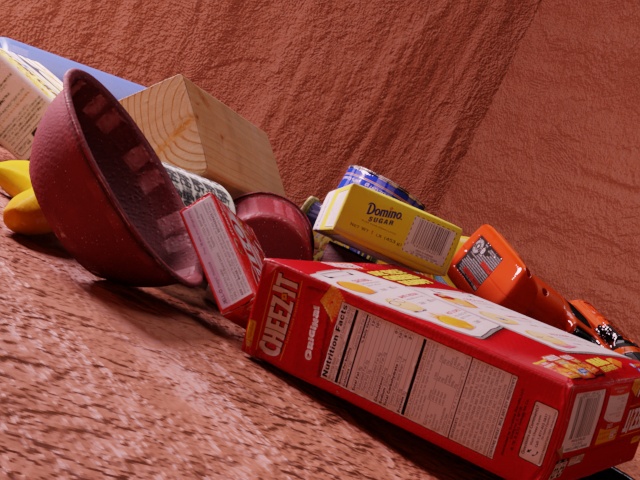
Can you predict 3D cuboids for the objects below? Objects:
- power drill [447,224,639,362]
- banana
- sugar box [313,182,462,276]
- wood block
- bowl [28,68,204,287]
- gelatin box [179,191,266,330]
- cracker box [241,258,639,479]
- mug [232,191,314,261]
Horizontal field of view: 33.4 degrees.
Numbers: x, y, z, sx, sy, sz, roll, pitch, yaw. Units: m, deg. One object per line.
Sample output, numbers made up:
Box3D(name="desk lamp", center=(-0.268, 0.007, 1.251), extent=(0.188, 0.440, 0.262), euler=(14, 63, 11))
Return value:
Box3D(name="power drill", center=(0.201, 0.075, 0.879), extent=(0.187, 0.057, 0.184), euler=(36, 10, -26))
Box3D(name="banana", center=(-0.209, -0.031, 0.776), extent=(0.069, 0.037, 0.198), euler=(-6, 14, -24))
Box3D(name="sugar box", center=(0.049, -0.009, 0.869), extent=(0.093, 0.048, 0.176), euler=(24, 1, -6))
Box3D(name="wood block", center=(-0.112, -0.068, 0.978), extent=(0.206, 0.091, 0.090), euler=(26, 46, -71))
Box3D(name="bowl", center=(-0.139, -0.028, 0.692), extent=(0.162, 0.055, 0.162), euler=(59, 7, -12))
Box3D(name="gelatin box", center=(-0.056, 0.020, 0.735), extent=(0.089, 0.030, 0.073), euler=(63, 9, 27))
Box3D(name="cracker box", center=(0.083, 0.077, 0.672), extent=(0.214, 0.072, 0.163), euler=(21, 9, 33))
Box3D(name="mug", center=(-0.056, 0.001, 0.889), extent=(0.117, 0.093, 0.081), euler=(52, 3, -11))
